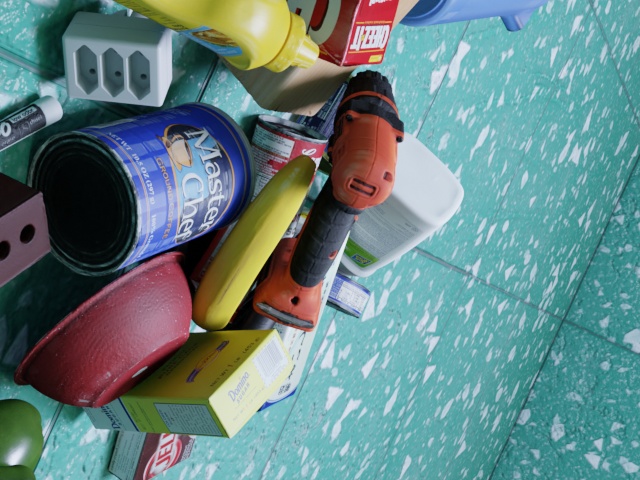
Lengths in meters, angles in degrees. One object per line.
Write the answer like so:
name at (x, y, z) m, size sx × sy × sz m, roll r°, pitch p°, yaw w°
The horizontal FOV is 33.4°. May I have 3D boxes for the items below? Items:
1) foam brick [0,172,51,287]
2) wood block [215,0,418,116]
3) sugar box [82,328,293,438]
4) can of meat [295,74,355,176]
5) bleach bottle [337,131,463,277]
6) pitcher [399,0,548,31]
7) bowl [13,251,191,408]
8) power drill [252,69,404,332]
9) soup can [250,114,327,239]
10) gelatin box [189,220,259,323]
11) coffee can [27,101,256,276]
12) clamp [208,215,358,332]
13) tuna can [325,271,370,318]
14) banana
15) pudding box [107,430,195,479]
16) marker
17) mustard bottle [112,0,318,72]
foam brick at (-0.222, -0.003, 0.689) m, size 0.078 × 0.051 × 0.053 m, roll -43°, pitch 148°, yaw -41°
wood block at (0.015, -0.204, 0.844) m, size 0.206 × 0.090 × 0.090 m, roll -46°, pitch 163°, yaw 21°
sugar box at (-0.115, 0.116, 0.886) m, size 0.093 × 0.177 × 0.048 m, roll -44°, pitch 119°, yaw -41°
can of meat at (0.017, -0.115, 1.077) m, size 0.084 × 0.057 × 0.102 m, roll -60°, pitch 156°, yaw -5°
bleach bottle at (0.049, -0.021, 1.125) m, size 0.068 × 0.102 × 0.251 m, roll -50°, pitch -175°, yaw -28°
pitcher at (0.150, -0.299, 1.104) m, size 0.242 × 0.149 × 0.145 m, roll -26°, pitch 158°, yaw -51°
bowl at (-0.154, 0.080, 0.824) m, size 0.162 × 0.055 × 0.162 m, roll -38°, pitch 172°, yaw -7°
power drill at (0.008, -0.034, 0.865) m, size 0.184 × 0.057 × 0.188 m, roll -79°, pitch -167°, yaw -59°
soup can at (-0.042, -0.058, 0.994) m, size 0.068 × 0.069 × 0.102 m, roll -8°, pitch 121°, yaw -63°
gelatin box at (-0.079, 0.025, 0.952) m, size 0.073 × 0.030 × 0.089 m, roll -59°, pitch 163°, yaw -19°
coffee can at (-0.128, -0.041, 0.784) m, size 0.140 × 0.103 × 0.103 m, roll -26°, pitch 135°, yaw -55°
clamp at (-0.044, 0.048, 1.004) m, size 0.210 × 0.036 × 0.164 m, roll -52°, pitch -167°, yaw 2°
tuna can at (0.012, 0.054, 1.196) m, size 0.034 × 0.086 × 0.086 m, roll -64°, pitch 157°, yaw -7°
banana at (-0.063, 0.014, 0.844) m, size 0.198 × 0.037 × 0.069 m, roll -56°, pitch -177°, yaw 39°
pudding box at (-0.151, 0.171, 1.025) m, size 0.089 × 0.039 × 0.113 m, roll -19°, pitch 130°, yaw -59°
marker at (-0.215, -0.062, 0.686) m, size 0.120 × 0.020 × 0.020 m, roll -41°, pitch 147°, yaw -43°
mustard bottle at (-0.080, -0.155, 0.676) m, size 0.191 × 0.096 × 0.058 m, roll 23°, pitch 91°, yaw -32°
